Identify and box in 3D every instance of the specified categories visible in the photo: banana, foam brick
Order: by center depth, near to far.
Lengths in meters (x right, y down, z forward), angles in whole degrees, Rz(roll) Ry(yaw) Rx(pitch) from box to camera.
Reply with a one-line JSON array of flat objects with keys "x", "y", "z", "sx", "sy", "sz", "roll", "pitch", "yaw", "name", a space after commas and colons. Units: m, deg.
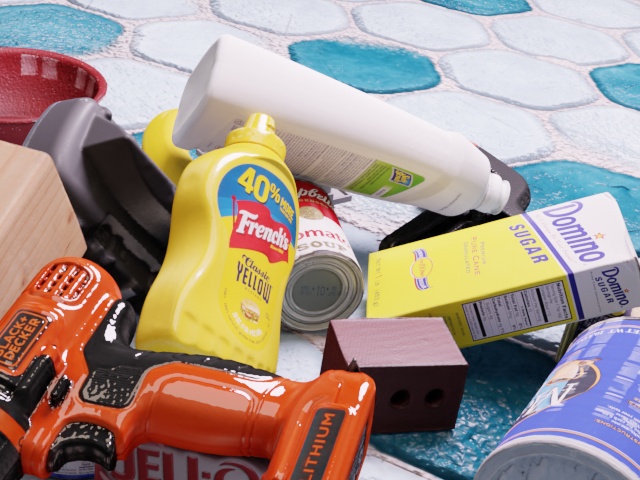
[{"x": 0.044, "y": 0.083, "z": 0.662, "sx": 0.078, "sy": 0.053, "sz": 0.051, "roll": -1, "pitch": 32, "yaw": -13, "name": "foam brick"}, {"x": -0.101, "y": -0.059, "z": 0.825, "sx": 0.069, "sy": 0.037, "sz": 0.198, "roll": -30, "pitch": 38, "yaw": 2, "name": "banana"}]

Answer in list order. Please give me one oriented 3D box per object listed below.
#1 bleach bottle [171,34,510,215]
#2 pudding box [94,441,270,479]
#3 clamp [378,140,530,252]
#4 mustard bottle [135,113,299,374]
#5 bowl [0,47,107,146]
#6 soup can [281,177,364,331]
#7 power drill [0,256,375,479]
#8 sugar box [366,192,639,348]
[{"x": 0.024, "y": -0.069, "z": 0.795, "sx": 0.250, "sy": 0.103, "sz": 0.068, "roll": 19, "pitch": 68, "yaw": -18, "name": "bleach bottle"}, {"x": -0.059, "y": 0.117, "z": 0.546, "sx": 0.113, "sy": 0.090, "sz": 0.039, "roll": 12, "pitch": 30, "yaw": 6, "name": "pudding box"}, {"x": 0.139, "y": -0.024, "z": 0.879, "sx": 0.164, "sy": 0.036, "sz": 0.210, "roll": 10, "pitch": 30, "yaw": 5, "name": "clamp"}, {"x": -0.054, "y": 0.001, "z": 0.667, "sx": 0.058, "sy": 0.096, "sz": 0.191, "roll": -14, "pitch": 52, "yaw": 35, "name": "mustard bottle"}, {"x": -0.266, "y": -0.113, "z": 0.919, "sx": 0.162, "sy": 0.055, "sz": 0.162, "roll": 6, "pitch": 30, "yaw": -4, "name": "bowl"}, {"x": -0.013, "y": 0.009, "z": 0.760, "sx": 0.068, "sy": 0.068, "sz": 0.102, "roll": -1, "pitch": 32, "yaw": -14, "name": "soup can"}, {"x": -0.081, "y": 0.093, "z": 0.457, "sx": 0.188, "sy": 0.057, "sz": 0.184, "roll": 16, "pitch": 45, "yaw": 10, "name": "power drill"}, {"x": 0.120, "y": 0.024, "z": 0.718, "sx": 0.176, "sy": 0.048, "sz": 0.093, "roll": -18, "pitch": 27, "yaw": 13, "name": "sugar box"}]
